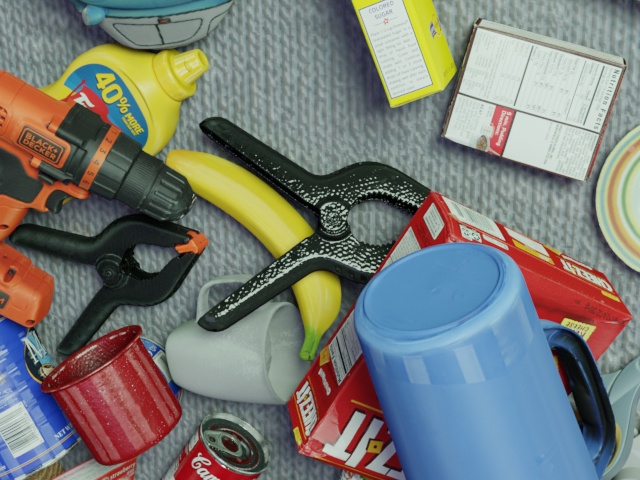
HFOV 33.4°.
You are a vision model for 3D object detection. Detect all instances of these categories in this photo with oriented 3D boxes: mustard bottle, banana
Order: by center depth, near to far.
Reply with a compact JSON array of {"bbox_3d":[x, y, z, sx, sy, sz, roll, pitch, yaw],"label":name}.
[{"bbox_3d":[-0.041,-0.003,0.840,0.198,0.069,0.037,53,139,7],"label":"banana"},{"bbox_3d":[-0.171,-0.101,0.846,0.192,0.058,0.096,-25,103,20],"label":"mustard bottle"}]

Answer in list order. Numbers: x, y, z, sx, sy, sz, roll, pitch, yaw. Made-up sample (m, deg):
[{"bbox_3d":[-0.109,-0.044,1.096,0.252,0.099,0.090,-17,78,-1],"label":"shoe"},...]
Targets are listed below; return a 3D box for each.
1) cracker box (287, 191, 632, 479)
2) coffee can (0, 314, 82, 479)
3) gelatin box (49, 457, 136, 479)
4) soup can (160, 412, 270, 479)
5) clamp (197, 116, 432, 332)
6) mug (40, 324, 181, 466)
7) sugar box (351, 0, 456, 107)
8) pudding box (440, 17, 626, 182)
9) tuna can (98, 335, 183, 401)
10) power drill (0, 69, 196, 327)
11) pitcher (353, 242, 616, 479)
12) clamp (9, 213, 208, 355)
[{"bbox_3d":[0.099,0.091,0.799,0.164,0.072,0.214,24,113,-21],"label":"cracker box"},{"bbox_3d":[-0.278,0.128,0.926,0.103,0.102,0.140,-23,101,21],"label":"coffee can"},{"bbox_3d":[-0.205,0.234,0.947,0.030,0.089,0.073,21,112,27],"label":"gelatin box"},{"bbox_3d":[-0.098,0.208,0.922,0.068,0.068,0.102,36,113,1],"label":"soup can"},{"bbox_3d":[0.003,-0.004,0.810,0.210,0.036,0.164,7,80,-2],"label":"clamp"},{"bbox_3d":[-0.173,0.129,0.874,0.117,0.093,0.081,-12,112,50],"label":"mug"},{"bbox_3d":[0.044,-0.187,0.741,0.048,0.093,0.176,-16,103,17],"label":"sugar box"},{"bbox_3d":[0.152,-0.101,0.769,0.113,0.039,0.090,17,110,6],"label":"pudding box"},{"bbox_3d":[-0.166,0.128,0.932,0.086,0.033,0.086,5,109,14],"label":"tuna can"},{"bbox_3d":[-0.212,-0.021,0.833,0.184,0.057,0.188,31,118,-9],"label":"power drill"},{"bbox_3d":[0.115,0.119,0.711,0.145,0.149,0.243,-13,121,16],"label":"pitcher"},{"bbox_3d":[-0.180,0.016,0.898,0.172,0.039,0.120,-26,104,17],"label":"clamp"}]
